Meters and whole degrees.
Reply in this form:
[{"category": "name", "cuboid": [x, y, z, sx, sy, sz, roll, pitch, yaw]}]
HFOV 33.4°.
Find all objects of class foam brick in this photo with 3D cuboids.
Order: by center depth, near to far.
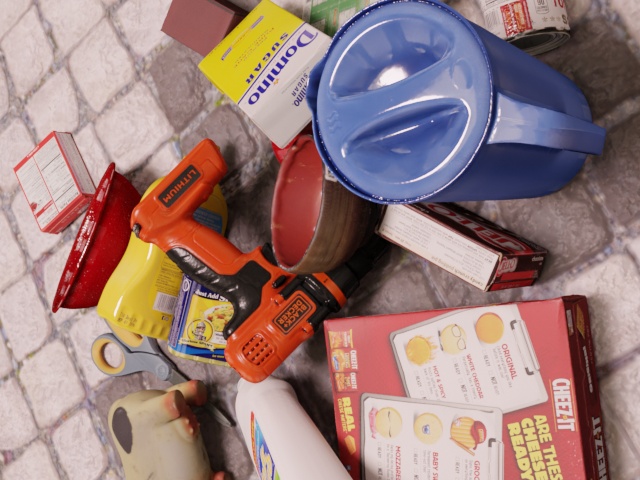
[{"category": "foam brick", "cuboid": [-0.103, -0.206, 1.026, 0.078, 0.052, 0.051, 34, 107, 30]}]

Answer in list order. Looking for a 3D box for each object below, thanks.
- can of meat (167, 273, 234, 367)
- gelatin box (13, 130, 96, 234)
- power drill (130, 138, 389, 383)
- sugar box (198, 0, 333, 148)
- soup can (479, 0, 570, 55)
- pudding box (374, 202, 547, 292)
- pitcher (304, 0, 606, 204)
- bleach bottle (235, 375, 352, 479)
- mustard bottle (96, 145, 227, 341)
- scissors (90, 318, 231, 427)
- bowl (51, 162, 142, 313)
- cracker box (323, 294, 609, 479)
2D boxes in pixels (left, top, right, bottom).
[{"category": "can of meat", "cuboid": [-0.086, 0.069, 0.990, 0.102, 0.057, 0.084, 12, 102, -11]}, {"category": "gelatin box", "cuboid": [-0.287, -0.062, 1.159, 0.073, 0.030, 0.089, -38, 70, 26]}, {"category": "power drill", "cuboid": [-0.056, 0.001, 0.928, 0.187, 0.057, 0.184, 44, 78, 4]}, {"category": "sugar box", "cuboid": [-0.041, -0.149, 0.919, 0.093, 0.048, 0.176, -46, 28, 1]}, {"category": "soup can", "cuboid": [0.156, -0.203, 0.848, 0.069, 0.068, 0.102, -15, 82, 32]}, {"category": "pudding box", "cuboid": [0.114, 0.001, 0.861, 0.114, 0.089, 0.039, 28, 105, 31]}, {"category": "pitcher", "cuboid": [0.118, -0.085, 0.768, 0.145, 0.242, 0.149, -38, 70, 27]}, {"category": "bleach bottle", "cuboid": [-0.023, 0.197, 0.915, 0.251, 0.068, 0.102, -129, 33, -58]}, {"category": "mustard bottle", "cuboid": [-0.138, -0.003, 1.017, 0.058, 0.096, 0.191, 21, 90, 43]}, {"category": "scissors", "cuboid": [-0.172, 0.141, 1.092, 0.202, 0.016, 0.096, 50, 116, 23]}, {"category": "bowl", "cuboid": [-0.214, 0.006, 1.067, 0.162, 0.055, 0.162, -57, 19, 32]}, {"category": "cracker box", "cuboid": [0.116, 0.135, 0.870, 0.214, 0.072, 0.164, -8, 88, 32]}]
